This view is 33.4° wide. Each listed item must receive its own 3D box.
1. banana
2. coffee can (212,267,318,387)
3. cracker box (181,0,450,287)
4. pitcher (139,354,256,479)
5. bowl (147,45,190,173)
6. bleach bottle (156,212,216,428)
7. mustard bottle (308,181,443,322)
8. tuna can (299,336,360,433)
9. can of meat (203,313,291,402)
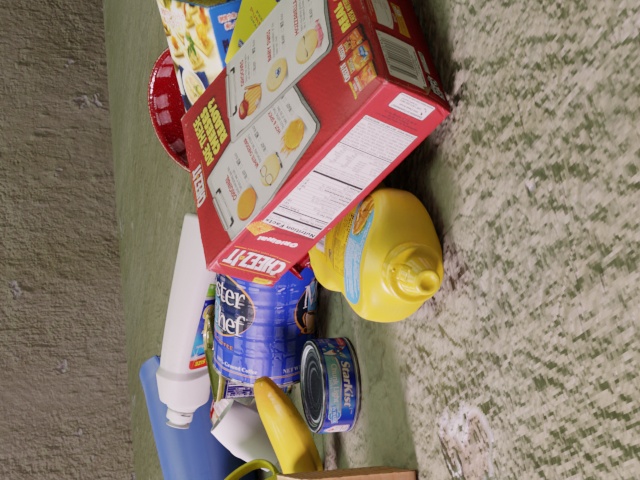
[{"bbox_3d":[-0.029,0.202,1.020,0.070,0.037,0.198,37,155,29],"label":"banana"},{"bbox_3d":[-0.053,0.059,1.044,0.103,0.102,0.140,-126,37,-64],"label":"coffee can"},{"bbox_3d":[-0.011,-0.093,0.796,0.214,0.072,0.164,-45,43,33],"label":"cracker box"},{"bbox_3d":[-0.147,0.266,1.390,0.145,0.149,0.243,-54,42,42],"label":"pitcher"},{"bbox_3d":[-0.125,-0.157,1.243,0.162,0.055,0.162,14,114,33],"label":"bowl"},{"bbox_3d":[-0.138,0.097,1.262,0.068,0.102,0.251,14,94,34],"label":"bleach bottle"},{"bbox_3d":[0.043,0.007,0.780,0.192,0.058,0.096,-143,62,-70],"label":"mustard bottle"},{"bbox_3d":[0.007,0.131,0.965,0.086,0.033,0.086,178,90,-74],"label":"tuna can"},{"bbox_3d":[-0.081,0.127,1.185,0.102,0.083,0.057,-108,22,-45],"label":"can of meat"}]
